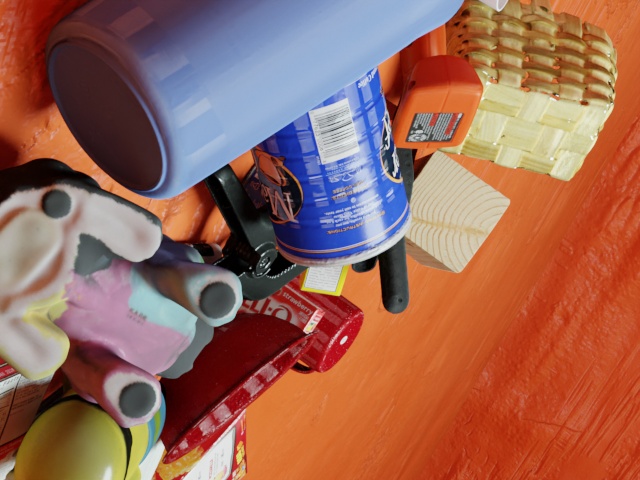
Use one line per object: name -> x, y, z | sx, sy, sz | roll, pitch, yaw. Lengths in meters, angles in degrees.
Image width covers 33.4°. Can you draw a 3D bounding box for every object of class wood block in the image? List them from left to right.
wood block -> 0.117, -0.028, 1.130 | 0.090, 0.091, 0.206 | -55, -177, -1

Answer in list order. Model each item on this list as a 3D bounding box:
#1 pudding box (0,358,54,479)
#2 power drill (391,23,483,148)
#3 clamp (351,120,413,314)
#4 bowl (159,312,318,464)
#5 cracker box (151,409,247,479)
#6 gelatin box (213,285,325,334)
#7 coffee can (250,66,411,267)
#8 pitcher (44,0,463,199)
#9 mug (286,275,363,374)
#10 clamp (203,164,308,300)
pudding box -> -0.225, 0.119, 0.689 | 0.089, 0.039, 0.114 | -20, 139, -64
power drill -> 0.080, -0.174, 0.769 | 0.184, 0.057, 0.187 | 96, -6, -70
clamp -> 0.062, -0.021, 0.974 | 0.039, 0.120, 0.171 | -6, 119, -20
bowl -> -0.079, 0.108, 0.865 | 0.162, 0.055, 0.162 | -39, 171, -8
cracker box -> -0.164, 0.253, 1.043 | 0.213, 0.072, 0.164 | -45, 159, -27
gelatin box -> -0.053, 0.070, 0.972 | 0.073, 0.089, 0.030 | -56, 161, 0
coffee can -> 0.002, -0.066, 0.756 | 0.102, 0.103, 0.140 | -42, 129, -38
pitcher -> -0.038, -0.126, 0.620 | 0.242, 0.145, 0.149 | -40, 143, -31
mug -> -0.012, 0.096, 1.139 | 0.093, 0.081, 0.117 | -32, 151, -52
clamp -> -0.055, 0.001, 0.836 | 0.209, 0.036, 0.165 | -15, 135, -53
